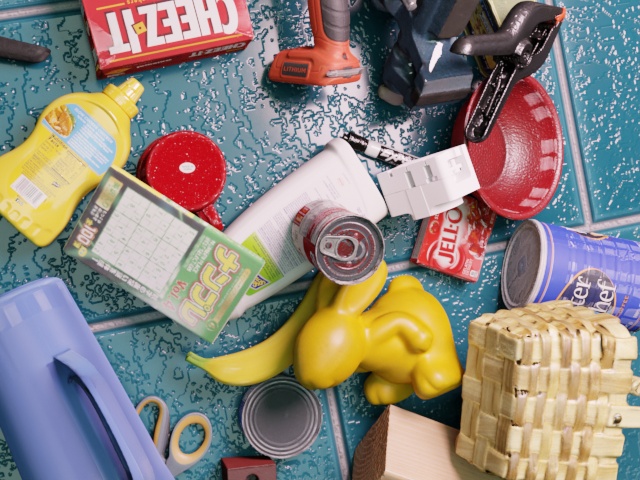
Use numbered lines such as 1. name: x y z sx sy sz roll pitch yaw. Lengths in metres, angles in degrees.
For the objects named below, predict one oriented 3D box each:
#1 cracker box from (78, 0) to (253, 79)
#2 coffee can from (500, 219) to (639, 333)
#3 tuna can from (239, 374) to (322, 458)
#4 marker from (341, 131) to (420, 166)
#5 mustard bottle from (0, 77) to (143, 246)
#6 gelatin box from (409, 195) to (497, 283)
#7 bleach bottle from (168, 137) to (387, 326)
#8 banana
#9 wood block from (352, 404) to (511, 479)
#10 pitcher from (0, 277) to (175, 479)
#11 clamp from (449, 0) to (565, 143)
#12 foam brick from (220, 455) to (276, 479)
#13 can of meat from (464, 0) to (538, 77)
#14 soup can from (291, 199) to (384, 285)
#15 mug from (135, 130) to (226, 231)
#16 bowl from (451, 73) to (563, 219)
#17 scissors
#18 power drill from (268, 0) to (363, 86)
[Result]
1. cracker box: -0.173 -0.289 1.090 0.164 0.072 0.214 -14 93 -11
2. coffee can: 0.282 0.040 1.164 0.140 0.103 0.103 11 87 -12
3. tuna can: -0.043 0.185 1.130 0.086 0.034 0.086 0 89 -12
4. marker: 0.079 -0.092 1.166 0.121 0.020 0.020 20 85 -11
5. mustard bottle: -0.250 -0.091 1.078 0.096 0.058 0.191 43 82 -6
6. gelatin box: 0.147 -0.006 1.173 0.073 0.030 0.089 19 85 -11
7. bleach bottle: -0.057 0.001 1.115 0.250 0.068 0.102 -34 100 -8
8. banana: -0.042 0.097 1.117 0.197 0.037 0.069 -33 99 -22
9. wood block: 0.144 0.264 1.123 0.206 0.090 0.090 22 129 -11
10. pitcher: -0.245 0.160 1.029 0.149 0.145 0.243 -27 88 9
11. clamp: 0.190 -0.178 1.076 0.171 0.039 0.120 -35 139 -31
12. foam brick: -0.074 0.267 1.113 0.053 0.051 0.078 -3 90 -12
13. can of meat: 0.200 -0.233 1.160 0.057 0.084 0.102 -23 94 -12
14. soup can: 0.015 -0.001 1.045 0.068 0.102 0.068 -3 102 -15
15. mug: -0.134 -0.058 1.089 0.093 0.081 0.117 -29 95 -11
16. bowl: 0.192 -0.102 1.154 0.161 0.055 0.162 2 88 -39
17. scissors: -0.160 0.262 1.114 0.096 0.016 0.202 -1 90 -12
18. power drill: -0.019 -0.256 1.093 0.057 0.185 0.188 -15 111 -36
